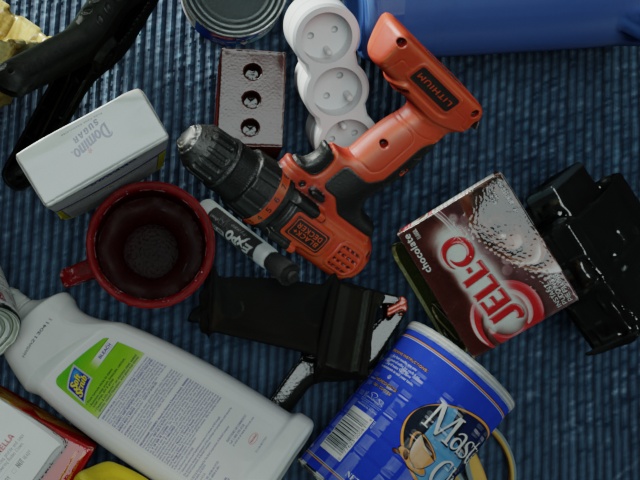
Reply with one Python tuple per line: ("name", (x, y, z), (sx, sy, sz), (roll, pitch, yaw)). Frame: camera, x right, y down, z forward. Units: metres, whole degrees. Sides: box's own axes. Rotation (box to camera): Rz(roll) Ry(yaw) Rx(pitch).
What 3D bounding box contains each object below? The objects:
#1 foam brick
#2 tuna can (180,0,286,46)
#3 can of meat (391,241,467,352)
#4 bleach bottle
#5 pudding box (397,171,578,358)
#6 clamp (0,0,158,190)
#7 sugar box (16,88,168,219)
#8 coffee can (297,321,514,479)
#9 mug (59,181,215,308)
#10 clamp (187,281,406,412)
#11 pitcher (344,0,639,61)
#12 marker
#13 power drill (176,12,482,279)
("foam brick", (-0.057, -0.107, 0.845), (0.053, 0.051, 0.078), (2, 85, -9))
("tuna can", (-0.070, -0.201, 0.859), (0.086, 0.034, 0.086), (1, 85, -9))
("can of meat", (0.120, 0.026, 0.860), (0.084, 0.057, 0.102), (-31, 90, -12))
("bleach bottle", (-0.135, 0.109, 0.797), (0.251, 0.068, 0.102), (33, 74, 8))
("pudding box", (0.125, 0.018, 0.797), (0.090, 0.039, 0.113), (-32, 89, 10))
("clamp", (-0.179, -0.137, 0.806), (0.036, 0.165, 0.209), (34, 58, 0))
("sugar box", (-0.159, -0.058, 0.762), (0.093, 0.176, 0.048), (-31, 91, -10))
("coffee can", (0.065, 0.148, 0.818), (0.103, 0.103, 0.140), (41, 81, -4))
("mug", (-0.140, 0.011, 0.808), (0.117, 0.081, 0.093), (-23, 90, -10))
("clamp", (-0.010, 0.092, 0.845), (0.171, 0.039, 0.120), (-13, 94, -3))
("pitcher", (0.142, -0.217, 0.855), (0.242, 0.149, 0.145), (-7, 102, -6))
("marker", (-0.055, 0.001, 0.812), (0.020, 0.121, 0.020), (-22, 129, -31))
("power drill", (0.012, -0.076, 0.797), (0.188, 0.057, 0.184), (-44, 124, 15))
